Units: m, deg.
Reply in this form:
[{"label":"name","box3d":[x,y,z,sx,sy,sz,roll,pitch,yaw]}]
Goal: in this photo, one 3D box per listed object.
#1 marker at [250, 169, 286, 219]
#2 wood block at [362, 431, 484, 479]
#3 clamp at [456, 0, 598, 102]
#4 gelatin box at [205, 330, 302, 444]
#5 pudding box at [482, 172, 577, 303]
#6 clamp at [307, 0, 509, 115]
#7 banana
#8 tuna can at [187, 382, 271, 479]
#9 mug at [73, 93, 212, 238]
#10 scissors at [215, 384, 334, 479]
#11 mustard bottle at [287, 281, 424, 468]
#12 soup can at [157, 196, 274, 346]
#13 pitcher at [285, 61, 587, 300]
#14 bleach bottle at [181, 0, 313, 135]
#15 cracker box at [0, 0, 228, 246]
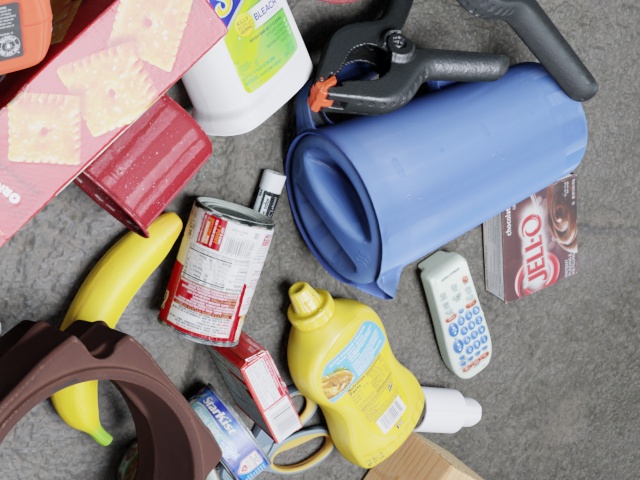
[{"label":"marker","box3d":[-0.056,0.001,0.877,0.020,0.020,0.121,12,102,-35]},{"label":"wood block","box3d":[0.070,0.296,1.030,0.090,0.091,0.206,35,88,-37]},{"label":"clamp","box3d":[0.147,-0.198,0.844,0.209,0.036,0.164,8,61,-45]},{"label":"gelatin box","box3d":[-0.057,0.116,0.889,0.030,0.073,0.089,-33,122,-18]},{"label":"pudding box","box3d":[0.201,-0.006,1.024,0.089,0.039,0.113,-21,118,-24]},{"label":"clamp","box3d":[0.054,-0.154,0.835,0.171,0.120,0.039,-22,156,-28]},{"label":"banana","box3d":[-0.167,0.065,0.825,0.069,0.037,0.198,10,104,-49]},{"label":"tuna can","box3d":[-0.079,0.162,0.885,0.033,0.086,0.086,-38,124,-12]},{"label":"mug","box3d":[-0.130,-0.057,0.773,0.081,0.093,0.117,-50,157,-12]},{"label":"scissors","box3d":[-0.074,0.183,0.941,0.201,0.016,0.096,-8,111,-30]},{"label":"mustard bottle","box3d":[0.022,0.108,0.943,0.096,0.058,0.191,-46,127,-22]},{"label":"soup can","box3d":[-0.082,0.024,0.840,0.068,0.069,0.102,12,102,-35]},{"label":"pitcher","box3d":[0.098,-0.074,0.886,0.242,0.145,0.149,-25,138,-26]},{"label":"bleach bottle","box3d":[-0.090,-0.204,0.741,0.102,0.068,0.251,-47,127,-33]},{"label":"cracker box","box3d":[-0.183,-0.096,0.669,0.213,0.164,0.072,-44,124,-10]}]
